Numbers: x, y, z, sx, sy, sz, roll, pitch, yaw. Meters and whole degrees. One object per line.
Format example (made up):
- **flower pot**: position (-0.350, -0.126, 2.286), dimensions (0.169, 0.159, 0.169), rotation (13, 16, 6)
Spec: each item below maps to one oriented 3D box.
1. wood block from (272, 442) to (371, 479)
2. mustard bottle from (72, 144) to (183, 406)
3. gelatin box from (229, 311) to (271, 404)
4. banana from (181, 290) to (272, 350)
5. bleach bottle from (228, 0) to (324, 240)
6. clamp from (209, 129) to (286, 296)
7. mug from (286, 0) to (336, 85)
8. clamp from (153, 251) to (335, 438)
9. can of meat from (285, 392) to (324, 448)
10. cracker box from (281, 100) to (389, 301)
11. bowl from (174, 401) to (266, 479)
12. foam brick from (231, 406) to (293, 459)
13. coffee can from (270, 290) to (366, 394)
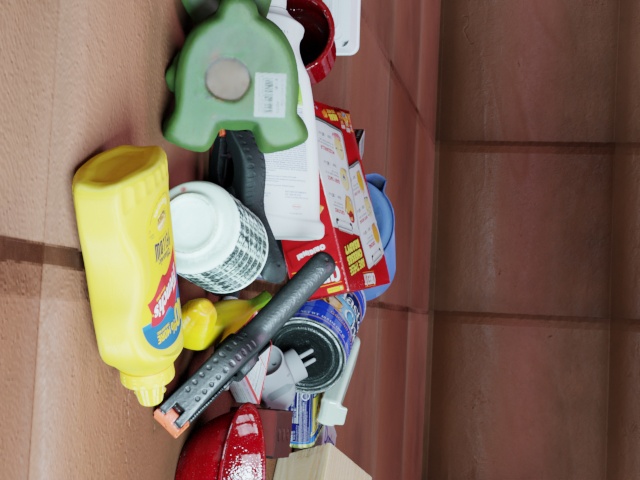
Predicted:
- **wood block**: position (-0.012, 0.359, 1.268), dimensions (0.090, 0.090, 0.206), rotation (45, 39, -31)
- **mustard bottle**: position (-0.134, 0.034, 0.772), dimensions (0.096, 0.058, 0.192), rotation (-68, 158, -65)
- **gelatin box**: position (-0.079, 0.121, 1.121), dimensions (0.089, 0.030, 0.073), rotation (73, 23, -57)
- **banana**: position (-0.098, 0.068, 0.941), dimensions (0.070, 0.037, 0.197), rotation (-46, 173, 9)
- **bleach bottle**: position (-0.045, -0.128, 1.077), dimensions (0.068, 0.102, 0.251), rotation (174, -82, -68)
- **clamp**: position (-0.081, -0.028, 1.007), dimensions (0.039, 0.120, 0.171), rotation (5, 70, -39)
- **mug**: position (-0.027, -0.206, 1.179), dimensions (0.081, 0.093, 0.117), rotation (49, 47, -80)
- **clamp**: position (-0.078, 0.108, 0.972), dimensions (0.209, 0.036, 0.165), rotation (-44, 174, -37)
- **can of meat**: position (-0.025, 0.202, 1.330), dimensions (0.102, 0.057, 0.084), rotation (-41, 134, -74)
- **cracker box**: position (0.002, -0.044, 1.193), dimensions (0.164, 0.072, 0.214), rotation (-3, 79, -70)
- **bowl**: position (-0.096, 0.229, 0.991), dimensions (0.162, 0.055, 0.162), rotation (2, 90, -78)
- **foam brick**: position (-0.064, 0.208, 1.153), dimensions (0.078, 0.051, 0.053), rotation (39, 55, -76)
- **coffee can**: position (-0.006, 0.105, 1.288), dimensions (0.140, 0.103, 0.103), rotation (-64, 153, -63)
